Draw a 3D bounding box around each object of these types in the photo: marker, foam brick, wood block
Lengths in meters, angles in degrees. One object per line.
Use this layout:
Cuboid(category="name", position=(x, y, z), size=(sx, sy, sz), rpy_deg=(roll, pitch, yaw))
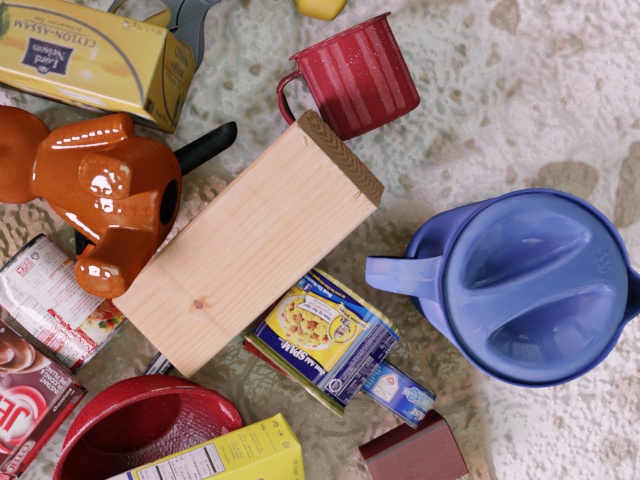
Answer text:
Cuboid(category="marker", position=(-0.151, 0.126, 0.911), size=(0.020, 0.020, 0.121), rpy_deg=(39, 88, -5))
Cuboid(category="foam brick", position=(0.079, 0.188, 0.916), size=(0.078, 0.053, 0.051), rpy_deg=(-27, 94, -3))
Cuboid(category="wood block", position=(-0.056, 0.001, 0.851), size=(0.206, 0.090, 0.091), rpy_deg=(-42, 96, 15))

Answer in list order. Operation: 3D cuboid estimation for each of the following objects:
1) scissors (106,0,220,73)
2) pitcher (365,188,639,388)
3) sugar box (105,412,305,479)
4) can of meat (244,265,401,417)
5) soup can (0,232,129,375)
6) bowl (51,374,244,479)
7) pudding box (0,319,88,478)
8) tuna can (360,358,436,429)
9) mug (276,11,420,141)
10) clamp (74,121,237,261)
Cuboid(category="scissors", position=(-0.085, -0.179, 0.853), size=(0.202, 0.016, 0.096), rpy_deg=(-7, 125, 30))
Cuboid(category="pitcher", position=(0.124, 0.027, 0.820), size=(0.145, 0.243, 0.149), rpy_deg=(-42, 94, -3))
Cuboid(category="sugar box", position=(-0.100, 0.211, 0.867), size=(0.176, 0.048, 0.093), rpy_deg=(-21, 135, -16))
Cuboid(category="can of meat", position=(0.003, 0.077, 0.856), size=(0.102, 0.057, 0.084), rpy_deg=(35, 84, 36))
Cuboid(category="soup can", position=(-0.215, 0.052, 0.879), size=(0.102, 0.068, 0.068), rpy_deg=(44, 87, -4))
Cuboid(category="bowl", position=(-0.146, 0.162, 0.871), size=(0.162, 0.055, 0.162), rpy_deg=(-17, 133, -19))
Cuboid(category="pudding box", position=(-0.258, 0.123, 0.863), size=(0.114, 0.039, 0.090), rpy_deg=(33, 78, 27))
Cuboid(category="tuna can", position=(0.054, 0.120, 0.895), size=(0.086, 0.086, 0.034), rpy_deg=(35, 86, -5))
Cuboid(category="mug", position=(0.021, -0.128, 0.885), size=(0.117, 0.093, 0.081), rpy_deg=(-25, 98, -1))
Cuboid(category="clamp", position=(-0.146, -0.053, 0.893), size=(0.120, 0.039, 0.171), rpy_deg=(21, 93, 14))
